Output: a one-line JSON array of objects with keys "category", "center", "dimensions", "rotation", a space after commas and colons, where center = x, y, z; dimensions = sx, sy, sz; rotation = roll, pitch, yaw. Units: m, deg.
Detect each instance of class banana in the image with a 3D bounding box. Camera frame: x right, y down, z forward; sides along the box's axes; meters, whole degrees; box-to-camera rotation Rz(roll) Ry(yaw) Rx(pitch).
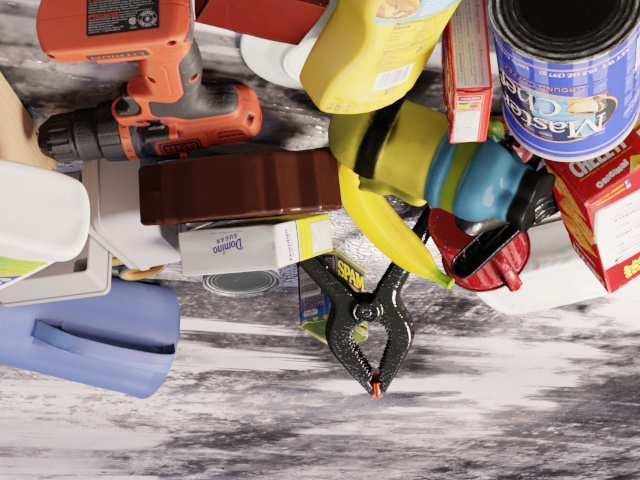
[{"category": "banana", "center": [0.060, -0.024, 1.026], "dimensions": [0.070, 0.037, 0.197], "rotation": [4, 147, 47]}]

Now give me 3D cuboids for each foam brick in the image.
[{"category": "foam brick", "center": [-0.039, -0.169, 0.700], "dimensions": [0.078, 0.053, 0.051], "rotation": [8, 154, -25]}]

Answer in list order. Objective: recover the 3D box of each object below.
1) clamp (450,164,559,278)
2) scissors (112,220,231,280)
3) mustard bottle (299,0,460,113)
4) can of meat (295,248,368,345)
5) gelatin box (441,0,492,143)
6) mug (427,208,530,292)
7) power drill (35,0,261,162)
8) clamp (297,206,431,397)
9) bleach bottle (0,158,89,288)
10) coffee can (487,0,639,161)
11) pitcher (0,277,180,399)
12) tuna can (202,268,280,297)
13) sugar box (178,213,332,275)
[{"category": "clamp", "center": [0.183, -0.035, 0.944], "dimensions": [0.171, 0.039, 0.120], "rotation": [-38, 164, -1]}, {"category": "scissors", "center": [-0.173, 0.000, 1.118], "dimensions": [0.096, 0.016, 0.202], "rotation": [13, 151, -32]}, {"category": "mustard bottle", "center": [0.055, -0.164, 0.692], "dimensions": [0.096, 0.058, 0.192], "rotation": [-21, 157, -31]}, {"category": "can of meat", "center": [0.014, 0.066, 1.207], "dimensions": [0.058, 0.084, 0.102], "rotation": [-14, 154, 24]}, {"category": "gelatin box", "center": [0.104, -0.126, 0.771], "dimensions": [0.030, 0.089, 0.073], "rotation": [-3, 156, 3]}, {"category": "mug", "center": [0.159, 0.002, 1.048], "dimensions": [0.093, 0.117, 0.081], "rotation": [-33, 146, 4]}, {"category": "power drill", "center": [-0.146, -0.118, 0.802], "dimensions": [0.184, 0.057, 0.187], "rotation": [-9, 159, 3]}, {"category": "clamp", "center": [0.038, 0.065, 1.123], "dimensions": [0.164, 0.210, 0.036], "rotation": [1, -162, 6]}, {"category": "bleach bottle", "center": [-0.283, 0.012, 0.849], "dimensions": [0.102, 0.068, 0.251], "rotation": [15, 154, -33]}, {"category": "coffee can", "center": [0.175, -0.132, 0.751], "dimensions": [0.103, 0.103, 0.140], "rotation": [-8, 156, 11]}, {"category": "pitcher", "center": [-0.281, 0.092, 1.172], "dimensions": [0.242, 0.145, 0.149], "rotation": [16, 140, -31]}, {"category": "tuna can", "center": [-0.088, 0.032, 1.179], "dimensions": [0.086, 0.034, 0.086], "rotation": [-3, 157, -1]}, {"category": "sugar box", "center": [-0.056, 0.001, 1.005], "dimensions": [0.093, 0.048, 0.176], "rotation": [-5, -179, 16]}]
